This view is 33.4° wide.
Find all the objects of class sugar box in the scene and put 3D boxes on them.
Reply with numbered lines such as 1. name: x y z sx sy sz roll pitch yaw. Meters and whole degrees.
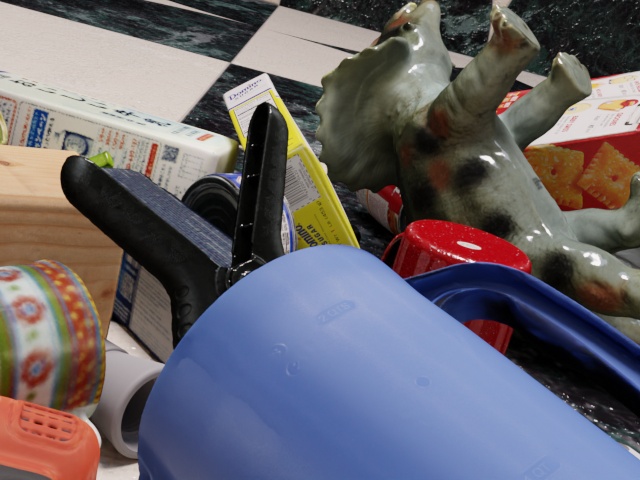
1. sugar box: -0.025 -0.051 0.767 0.048 0.093 0.176 -28 26 -1

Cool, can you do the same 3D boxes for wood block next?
1. wood block: -0.209 0.001 0.517 0.205 0.090 0.091 3 20 -35

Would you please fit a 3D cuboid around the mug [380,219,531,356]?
1. mug: 0.076 0.033 0.672 0.093 0.081 0.117 4 20 -32

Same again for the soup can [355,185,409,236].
1. soup can: 0.078 -0.037 0.921 0.068 0.068 0.102 7 18 -24

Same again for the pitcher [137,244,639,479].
1. pitcher: 0.065 0.104 0.352 0.243 0.149 0.144 34 13 38

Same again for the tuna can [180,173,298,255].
1. tuna can: -0.054 0.001 0.658 0.033 0.086 0.086 -4 25 -42

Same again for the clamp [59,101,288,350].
1. clamp: -0.036 0.015 0.513 0.120 0.171 0.039 -30 4 -26
